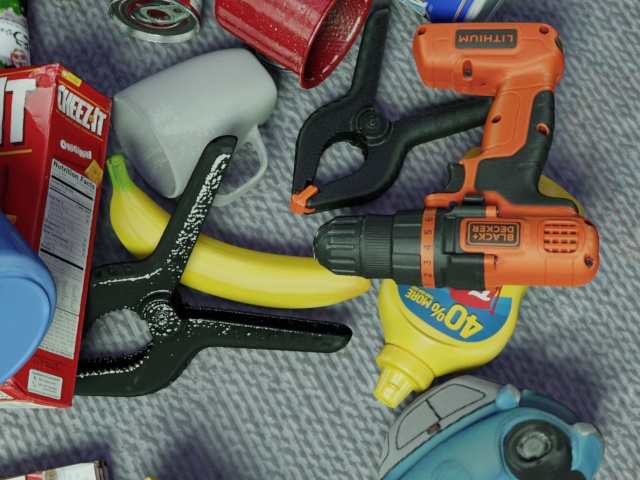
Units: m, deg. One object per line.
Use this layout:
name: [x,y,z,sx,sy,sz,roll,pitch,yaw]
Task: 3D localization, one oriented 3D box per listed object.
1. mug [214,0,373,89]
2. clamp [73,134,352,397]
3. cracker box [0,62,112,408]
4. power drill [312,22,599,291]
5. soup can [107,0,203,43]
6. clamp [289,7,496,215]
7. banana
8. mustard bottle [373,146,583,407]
mug: [-0.014,-0.171,0.751,0.081,0.093,0.117,33,43,12]
clamp: [-0.104,0.035,0.708,0.210,0.036,0.164,-22,105,5]
cracker box: [-0.234,-0.001,0.696,0.164,0.072,0.213,-3,72,22]
power drill: [0.093,-0.055,0.718,0.184,0.057,0.187,2,67,10]
soup can: [-0.117,-0.208,0.797,0.068,0.068,0.102,7,72,-1]
clamp: [0.047,-0.079,0.783,0.120,0.039,0.171,32,78,11]
banana: [-0.065,0.010,0.735,0.197,0.070,0.037,23,46,-8]
mustard bottle: [0.096,0.033,0.740,0.096,0.058,0.191,33,74,10]
